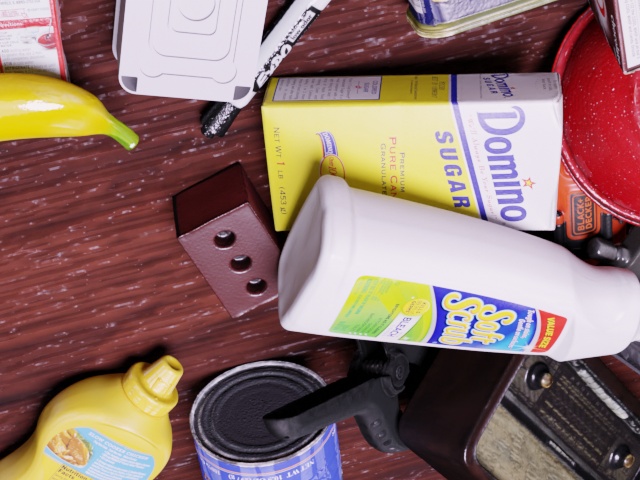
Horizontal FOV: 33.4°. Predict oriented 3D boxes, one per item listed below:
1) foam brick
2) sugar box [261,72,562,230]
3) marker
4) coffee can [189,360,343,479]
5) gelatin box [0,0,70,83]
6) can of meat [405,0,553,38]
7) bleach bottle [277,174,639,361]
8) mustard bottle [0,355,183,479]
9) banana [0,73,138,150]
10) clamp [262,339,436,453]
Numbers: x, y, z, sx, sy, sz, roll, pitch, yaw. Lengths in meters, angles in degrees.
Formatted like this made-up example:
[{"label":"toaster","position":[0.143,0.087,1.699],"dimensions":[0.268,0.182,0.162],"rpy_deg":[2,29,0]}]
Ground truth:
[{"label":"foam brick","position":[-0.055,0.001,0.690],"dimensions":[0.053,0.051,0.078],"rpy_deg":[-27,126,6]},{"label":"sugar box","position":[0.057,-0.053,0.655],"dimensions":[0.176,0.048,0.093],"rpy_deg":[1,125,9]},{"label":"marker","position":[-0.034,-0.108,0.639],"dimensions":[0.020,0.020,0.121],"rpy_deg":[30,113,-29]},{"label":"coffee can","position":[-0.034,0.174,0.783],"dimensions":[0.102,0.103,0.140],"rpy_deg":[-11,125,-6]},{"label":"gelatin box","position":[-0.181,-0.105,0.601],"dimensions":[0.073,0.030,0.089],"rpy_deg":[-6,125,-8]},{"label":"can of meat","position":[0.091,-0.174,0.602],"dimensions":[0.102,0.057,0.084],"rpy_deg":[-18,124,0]},{"label":"bleach bottle","position":[0.106,0.028,0.656],"dimensions":[0.250,0.068,0.103],"rpy_deg":[9,143,-16]},{"label":"mustard bottle","position":[-0.163,0.151,0.764],"dimensions":[0.096,0.058,0.192],"rpy_deg":[33,112,-28]},{"label":"banana","position":[-0.205,-0.055,0.590],"dimensions":[0.198,0.037,0.069],"rpy_deg":[-12,126,0]},{"label":"clamp","position":[0.035,0.097,0.740],"dimensions":[0.036,0.164,0.209],"rpy_deg":[1,145,35]}]
